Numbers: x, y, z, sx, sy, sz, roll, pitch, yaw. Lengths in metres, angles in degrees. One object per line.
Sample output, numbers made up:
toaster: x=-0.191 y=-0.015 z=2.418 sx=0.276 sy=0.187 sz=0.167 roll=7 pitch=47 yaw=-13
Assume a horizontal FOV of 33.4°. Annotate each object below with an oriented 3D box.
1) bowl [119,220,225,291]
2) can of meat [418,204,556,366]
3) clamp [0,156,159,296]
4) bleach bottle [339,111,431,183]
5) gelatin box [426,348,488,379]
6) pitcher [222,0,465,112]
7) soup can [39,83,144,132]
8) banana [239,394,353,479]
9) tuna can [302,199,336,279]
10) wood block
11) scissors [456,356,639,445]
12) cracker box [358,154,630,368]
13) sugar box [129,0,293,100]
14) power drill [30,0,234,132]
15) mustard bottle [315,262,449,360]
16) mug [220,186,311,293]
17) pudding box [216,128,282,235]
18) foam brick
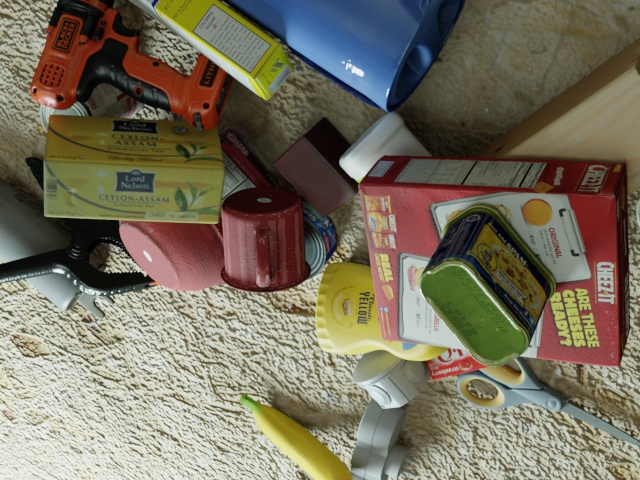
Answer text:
bowl: x=-0.167 y=0.002 z=1.159 sx=0.162 sy=0.055 sz=0.162 roll=36 pitch=153 yaw=22
can of meat: x=0.130 y=0.036 z=0.834 sx=0.058 sy=0.083 sz=0.102 roll=-35 pitch=101 yaw=37
clamp: x=-0.287 y=0.015 z=1.231 sx=0.210 sy=0.164 sz=0.036 roll=27 pitch=162 yaw=1
bleach bottle: x=0.128 y=-0.010 z=1.011 sx=0.251 sy=0.102 sz=0.068 roll=45 pitch=87 yaw=-4
gelatin box: x=0.145 y=0.098 z=1.094 sx=0.089 sy=0.030 sz=0.073 roll=-18 pitch=89 yaw=35
pitcher: x=-0.004 y=-0.220 z=0.940 sx=0.243 sy=0.144 sz=0.149 roll=32 pitch=108 yaw=12
soup can: x=-0.236 y=-0.144 z=1.117 sx=0.069 sy=0.102 sz=0.068 roll=13 pitch=124 yaw=20
banana: x=-0.019 y=0.248 z=1.247 sx=0.198 sy=0.069 sz=0.037 roll=33 pitch=95 yaw=37
tuna can: x=-0.027 y=-0.001 z=1.136 sx=0.086 sy=0.033 sz=0.086 roll=13 pitch=124 yaw=21
wood block: x=0.221 y=-0.075 z=0.923 sx=0.090 sy=0.090 sz=0.206 roll=49 pitch=129 yaw=-7
scissors: x=0.227 y=0.175 z=1.118 sx=0.202 sy=0.016 sz=0.096 roll=39 pitch=127 yaw=4
cracker box: x=0.151 y=0.013 z=0.911 sx=0.214 sy=0.072 sz=0.164 roll=4 pitch=122 yaw=24
sugar box: x=-0.110 y=-0.200 z=0.965 sx=0.176 sy=0.093 sz=0.048 roll=39 pitch=90 yaw=7
power drill: x=-0.172 y=-0.196 z=1.045 sx=0.187 sy=0.184 sz=0.057 roll=17 pitch=171 yaw=5
mustard bottle: x=0.085 y=0.072 z=1.076 sx=0.192 sy=0.058 sz=0.096 roll=1 pitch=82 yaw=38
mug: x=-0.057 y=0.001 z=1.061 sx=0.093 sy=0.117 sz=0.081 roll=-1 pitch=115 yaw=2
pudding box: x=-0.106 y=-0.052 z=1.146 sx=0.114 sy=0.039 sz=0.090 roll=-36 pitch=97 yaw=36
foam brick: x=0.004 y=-0.072 z=1.065 sx=0.078 sy=0.052 sz=0.051 roll=47 pitch=129 yaw=-4
